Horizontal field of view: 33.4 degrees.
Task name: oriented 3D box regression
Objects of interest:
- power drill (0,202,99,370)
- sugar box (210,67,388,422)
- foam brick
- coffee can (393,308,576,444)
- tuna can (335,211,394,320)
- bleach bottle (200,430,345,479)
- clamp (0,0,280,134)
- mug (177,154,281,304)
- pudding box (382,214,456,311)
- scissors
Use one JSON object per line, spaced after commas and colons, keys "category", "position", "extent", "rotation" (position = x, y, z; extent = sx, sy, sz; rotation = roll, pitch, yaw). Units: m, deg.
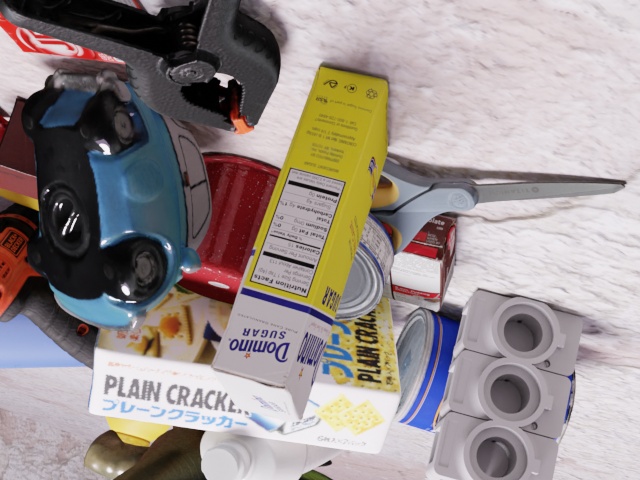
{"category": "power drill", "position": [-0.204, 0.049, 0.883], "extent": [0.187, 0.057, 0.184], "rotation": [36, -160, -12]}
{"category": "sugar box", "position": [-0.006, 0.005, 0.579], "extent": [0.048, 0.176, 0.093], "rotation": [13, 161, 9]}
{"category": "foam brick", "position": [-0.184, -0.057, 0.748], "extent": [0.078, 0.051, 0.053], "rotation": [19, 161, -12]}
{"category": "coffee can", "position": [0.138, 0.129, 0.942], "extent": [0.140, 0.103, 0.103], "rotation": [18, 162, -8]}
{"category": "tuna can", "position": [0.004, 0.010, 0.687], "extent": [0.086, 0.033, 0.086], "rotation": [14, 138, 13]}
{"category": "bleach bottle", "position": [-0.034, 0.151, 0.866], "extent": [0.103, 0.068, 0.250], "rotation": [8, -174, 21]}
{"category": "clamp", "position": [-0.059, -0.102, 0.521], "extent": [0.120, 0.039, 0.171], "rotation": [-11, 162, 23]}
{"category": "mug", "position": [-0.055, 0.001, 0.760], "extent": [0.093, 0.081, 0.117], "rotation": [3, 158, 34]}
{"category": "pudding box", "position": [0.050, 0.009, 0.769], "extent": [0.090, 0.039, 0.113], "rotation": [14, 159, 12]}
{"category": "scissors", "position": [0.080, -0.015, 0.664], "extent": [0.202, 0.016, 0.096], "rotation": [10, 135, 16]}
